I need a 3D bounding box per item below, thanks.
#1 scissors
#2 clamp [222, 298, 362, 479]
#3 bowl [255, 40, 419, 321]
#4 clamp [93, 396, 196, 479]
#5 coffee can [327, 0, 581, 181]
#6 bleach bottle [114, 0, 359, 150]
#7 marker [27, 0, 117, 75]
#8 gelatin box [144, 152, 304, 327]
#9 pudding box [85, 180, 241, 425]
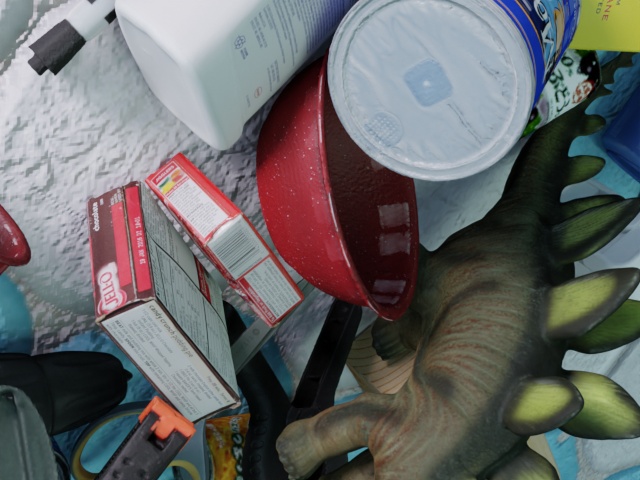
[{"bbox_3d":[-0.063,0.108,0.658,0.202,0.016,0.096,-31,102,11],"label":"scissors"},{"bbox_3d":[-0.010,0.112,0.705,0.120,0.039,0.171,-12,95,-32],"label":"clamp"},{"bbox_3d":[0.007,-0.032,0.605,0.055,0.162,0.162,-9,140,21],"label":"bowl"},{"bbox_3d":[-0.140,0.173,0.593,0.210,0.036,0.164,-51,-176,27],"label":"clamp"},{"bbox_3d":[0.076,-0.107,0.567,0.140,0.103,0.103,-52,154,-54],"label":"coffee can"},{"bbox_3d":[0.013,-0.163,0.548,0.250,0.068,0.102,-44,161,-12],"label":"bleach bottle"},{"bbox_3d":[-0.096,-0.125,0.523,0.121,0.020,0.020,-43,137,-4],"label":"marker"},{"bbox_3d":[-0.054,0.001,0.608,0.030,0.073,0.089,-41,137,-7],"label":"gelatin box"},{"bbox_3d":[-0.087,0.036,0.591,0.039,0.090,0.113,-23,136,9],"label":"pudding box"}]
